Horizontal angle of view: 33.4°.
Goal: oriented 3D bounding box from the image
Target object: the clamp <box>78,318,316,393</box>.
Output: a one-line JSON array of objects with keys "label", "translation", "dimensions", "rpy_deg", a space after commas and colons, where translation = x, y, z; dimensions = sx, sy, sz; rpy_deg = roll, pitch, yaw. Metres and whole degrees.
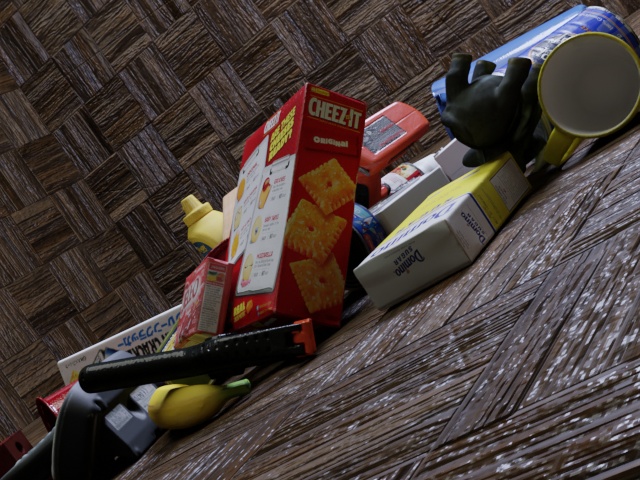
[{"label": "clamp", "translation": [-0.092, 0.100, 0.903], "dimensions": [0.164, 0.036, 0.210], "rpy_deg": [-3, -10, -43]}]

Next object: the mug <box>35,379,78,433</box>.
[{"label": "mug", "translation": [-0.239, 0.191, 1.139], "dimensions": [0.081, 0.093, 0.117], "rpy_deg": [-31, 32, -26]}]

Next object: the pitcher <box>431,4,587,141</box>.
[{"label": "pitcher", "translation": [0.292, -0.219, 1.490], "dimensions": [0.243, 0.145, 0.149], "rpy_deg": [-29, 17, 28]}]

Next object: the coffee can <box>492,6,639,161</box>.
[{"label": "coffee can", "translation": [0.249, -0.161, 1.097], "dimensions": [0.140, 0.103, 0.103], "rpy_deg": [-35, 3, -15]}]

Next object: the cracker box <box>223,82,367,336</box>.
[{"label": "cracker box", "translation": [-0.028, -0.014, 0.989], "dimensions": [0.164, 0.072, 0.213], "rpy_deg": [150, 132, -62]}]

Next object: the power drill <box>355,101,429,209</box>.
[{"label": "power drill", "translation": [0.075, -0.065, 1.222], "dimensions": [0.184, 0.057, 0.188], "rpy_deg": [-37, -30, -30]}]

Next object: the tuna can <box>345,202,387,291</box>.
[{"label": "tuna can", "translation": [0.028, 0.005, 1.055], "dimensions": [0.033, 0.086, 0.086], "rpy_deg": [-33, 1, -37]}]

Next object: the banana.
[{"label": "banana", "translation": [-0.120, 0.146, 0.949], "dimensions": [0.069, 0.037, 0.198], "rpy_deg": [-5, -6, -22]}]

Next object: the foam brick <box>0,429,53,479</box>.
[{"label": "foam brick", "translation": [-0.316, 0.245, 1.101], "dimensions": [0.051, 0.078, 0.053], "rpy_deg": [-36, 2, 7]}]

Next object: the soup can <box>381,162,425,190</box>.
[{"label": "soup can", "translation": [0.089, -0.045, 1.367], "dimensions": [0.102, 0.068, 0.069], "rpy_deg": [-37, 3, -26]}]

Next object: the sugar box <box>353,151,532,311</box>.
[{"label": "sugar box", "translation": [0.102, -0.012, 0.866], "dimensions": [0.093, 0.048, 0.176], "rpy_deg": [-31, 3, 32]}]

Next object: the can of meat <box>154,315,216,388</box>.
[{"label": "can of meat", "translation": [-0.131, 0.117, 1.104], "dimensions": [0.102, 0.057, 0.084], "rpy_deg": [-58, 13, -18]}]

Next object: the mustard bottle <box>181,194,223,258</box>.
[{"label": "mustard bottle", "translation": [-0.122, 0.022, 1.407], "dimensions": [0.058, 0.191, 0.096], "rpy_deg": [-35, 3, -14]}]

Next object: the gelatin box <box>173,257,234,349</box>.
[{"label": "gelatin box", "translation": [-0.111, 0.062, 1.004], "dimensions": [0.089, 0.030, 0.073], "rpy_deg": [144, 137, -65]}]
